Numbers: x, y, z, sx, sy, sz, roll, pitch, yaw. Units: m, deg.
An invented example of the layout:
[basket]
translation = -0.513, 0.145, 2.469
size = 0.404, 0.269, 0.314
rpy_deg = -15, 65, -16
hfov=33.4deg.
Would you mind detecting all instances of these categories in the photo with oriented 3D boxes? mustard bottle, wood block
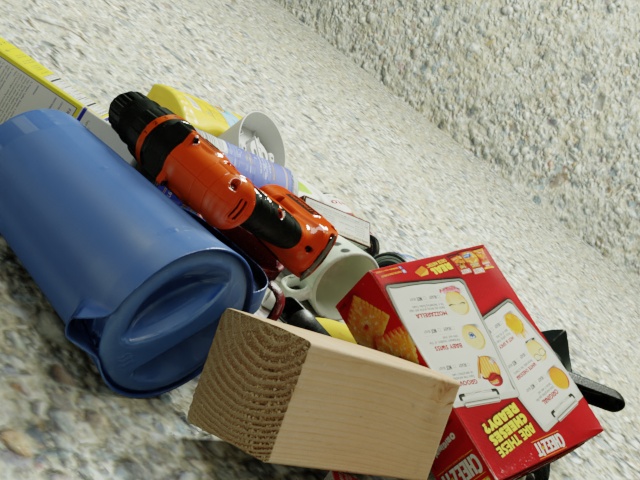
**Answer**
[mustard bottle]
translation = -0.148, -0.153, 1.458
size = 0.191, 0.058, 0.096
rpy_deg = 14, 27, -52
[wood block]
translation = 0.008, 0.124, 0.829
size = 0.090, 0.091, 0.205
rpy_deg = 18, -2, 40

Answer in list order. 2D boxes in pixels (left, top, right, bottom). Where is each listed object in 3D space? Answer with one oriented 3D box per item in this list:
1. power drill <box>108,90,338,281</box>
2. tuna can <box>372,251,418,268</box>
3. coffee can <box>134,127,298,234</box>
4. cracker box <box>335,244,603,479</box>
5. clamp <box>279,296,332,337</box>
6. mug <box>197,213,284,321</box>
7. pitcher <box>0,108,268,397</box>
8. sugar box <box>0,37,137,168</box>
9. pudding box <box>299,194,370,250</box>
[power drill]
translation = -0.081, -0.045, 0.903
size = 0.185, 0.057, 0.187
rpy_deg = 43, 7, 39
[tuna can]
translation = 0.086, 0.057, 1.270
size = 0.033, 0.086, 0.086
rpy_deg = 13, 26, -49
[coffee can]
translation = -0.107, -0.049, 1.046
size = 0.140, 0.103, 0.103
rpy_deg = 23, 19, -26
[cracker box]
translation = 0.135, 0.117, 0.978
size = 0.163, 0.072, 0.214
rpy_deg = -11, 63, -42
[clamp]
translation = 0.018, 0.116, 0.991
size = 0.171, 0.039, 0.120
rpy_deg = 51, 1, -17
[mug]
translation = -0.084, 0.038, 0.973
size = 0.117, 0.081, 0.093
rpy_deg = 39, 16, 14
[pitcher]
translation = -0.164, -0.002, 0.840
size = 0.243, 0.145, 0.149
rpy_deg = 42, -10, 34
[sugar box]
translation = -0.260, -0.106, 1.015
size = 0.176, 0.093, 0.048
rpy_deg = 34, 16, -5
[pudding box]
translation = -0.010, -0.009, 1.257
size = 0.113, 0.090, 0.039
rpy_deg = 19, 60, -41
